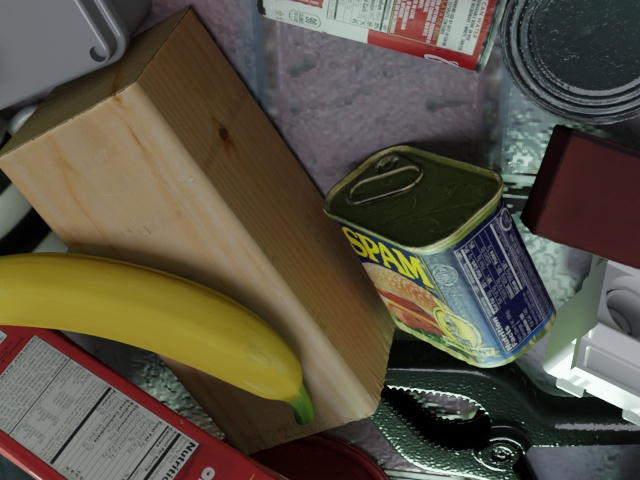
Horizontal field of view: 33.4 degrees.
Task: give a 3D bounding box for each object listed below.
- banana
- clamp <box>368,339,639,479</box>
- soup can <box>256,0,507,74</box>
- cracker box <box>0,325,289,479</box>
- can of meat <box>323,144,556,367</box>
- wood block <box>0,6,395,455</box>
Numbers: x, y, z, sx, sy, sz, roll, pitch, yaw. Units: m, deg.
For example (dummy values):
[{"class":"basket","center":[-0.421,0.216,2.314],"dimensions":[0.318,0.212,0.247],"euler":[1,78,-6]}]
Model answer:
[{"class":"banana","center":[-0.090,0.040,0.504],"dimensions":[0.198,0.037,0.070],"euler":[19,126,0]},{"class":"clamp","center":[0.106,0.121,0.629],"dimensions":[0.210,0.036,0.165],"euler":[20,126,-6]},{"class":"soup can","center":[0.030,-0.117,0.461],"dimensions":[0.102,0.068,0.068],"euler":[15,126,3]},{"class":"cracker box","center":[-0.081,0.134,0.574],"dimensions":[0.214,0.072,0.164],"euler":[26,160,29]},{"class":"can of meat","center":[0.059,0.008,0.526],"dimensions":[0.102,0.057,0.084],"euler":[25,151,56]},{"class":"wood block","center":[-0.053,0.000,0.548],"dimensions":[0.090,0.090,0.206],"euler":[-23,116,26]}]
